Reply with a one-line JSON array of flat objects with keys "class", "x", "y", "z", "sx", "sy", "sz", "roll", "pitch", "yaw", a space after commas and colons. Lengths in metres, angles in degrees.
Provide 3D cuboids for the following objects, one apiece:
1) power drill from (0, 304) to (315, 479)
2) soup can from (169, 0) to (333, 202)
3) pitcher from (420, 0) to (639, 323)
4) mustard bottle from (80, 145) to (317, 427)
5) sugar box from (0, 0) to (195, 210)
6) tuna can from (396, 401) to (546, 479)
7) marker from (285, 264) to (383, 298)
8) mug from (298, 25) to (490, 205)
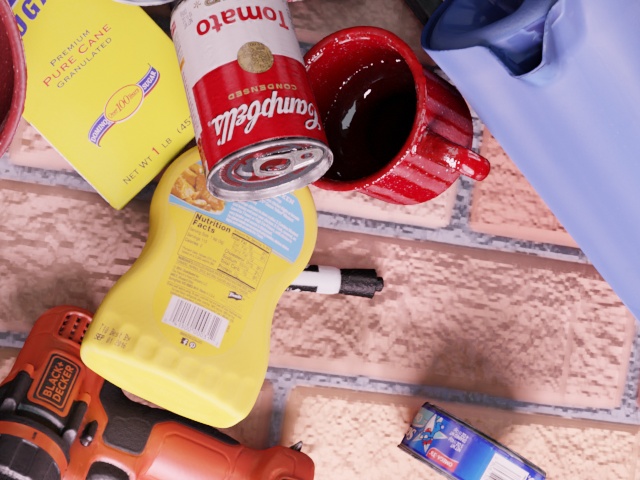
[{"class": "power drill", "x": -0.098, "y": 0.137, "z": 0.573, "sx": 0.187, "sy": 0.184, "sz": 0.057, "roll": 31, "pitch": 127, "yaw": -15}, {"class": "soup can", "x": -0.038, "y": -0.081, "z": 0.571, "sx": 0.068, "sy": 0.068, "sz": 0.102, "roll": -12, "pitch": 71, "yaw": -10}, {"class": "pitcher", "x": 0.179, "y": -0.067, "z": 0.622, "sx": 0.149, "sy": 0.145, "sz": 0.242, "roll": -43, "pitch": 112, "yaw": -12}, {"class": "mustard bottle", "x": -0.054, "y": 0.001, "z": 0.604, "sx": 0.096, "sy": 0.058, "sz": 0.191, "roll": 26, "pitch": 62, "yaw": -9}, {"class": "sugar box", "x": -0.146, "y": -0.111, "z": 0.612, "sx": 0.093, "sy": 0.048, "sz": 0.176, "roll": -46, "pitch": 99, "yaw": -7}, {"class": "tuna can", "x": 0.091, "y": 0.132, "z": 0.638, "sx": 0.086, "sy": 0.086, "sz": 0.034, "roll": 32, "pitch": 84, "yaw": -9}, {"class": "marker", "x": -0.021, "y": 0.022, "z": 0.650, "sx": 0.121, "sy": 0.020, "sz": 0.020, "roll": 5, "pitch": 90, "yaw": -10}, {"class": "mug", "x": 0.045, "y": -0.062, "z": 0.606, "sx": 0.117, "sy": 0.081, "sz": 0.093, "roll": 25, "pitch": 95, "yaw": 33}]
